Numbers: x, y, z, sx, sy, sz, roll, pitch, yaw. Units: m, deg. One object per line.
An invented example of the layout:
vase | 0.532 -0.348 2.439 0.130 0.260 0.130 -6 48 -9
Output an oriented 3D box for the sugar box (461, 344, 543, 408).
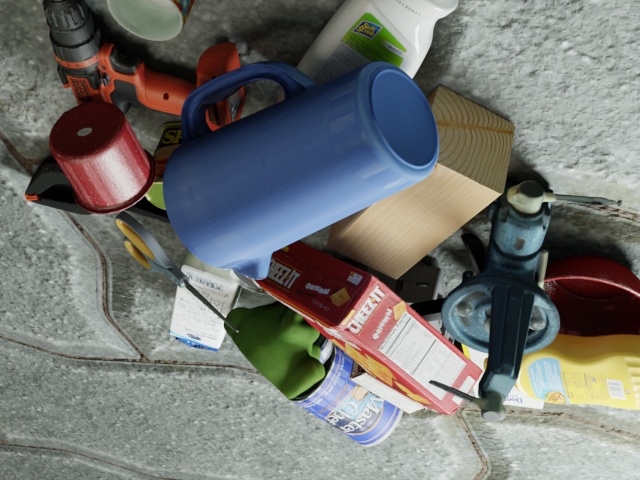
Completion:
sugar box | 0.237 0.155 1.369 0.093 0.048 0.176 5 149 19

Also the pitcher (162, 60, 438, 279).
pitcher | -0.022 -0.077 0.957 0.243 0.145 0.149 -22 135 38

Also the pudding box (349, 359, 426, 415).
pudding box | 0.097 0.165 1.408 0.113 0.090 0.039 32 144 -22

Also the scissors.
scissors | -0.178 0.046 1.293 0.202 0.016 0.096 47 158 0

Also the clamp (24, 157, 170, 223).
clamp | -0.275 -0.073 1.274 0.210 0.036 0.164 2 145 24

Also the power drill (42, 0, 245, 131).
power drill | -0.174 -0.173 1.059 0.188 0.057 0.184 13 152 12

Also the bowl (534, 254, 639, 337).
bowl | 0.300 0.064 1.191 0.162 0.055 0.162 12 148 8

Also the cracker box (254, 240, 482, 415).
cracker box | 0.051 0.094 1.156 0.213 0.072 0.164 40 170 -37

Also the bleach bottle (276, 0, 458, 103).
bleach bottle | 0.053 -0.170 0.949 0.102 0.068 0.251 28 144 -13

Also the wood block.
wood block | 0.097 -0.053 1.080 0.090 0.090 0.206 26 146 -13

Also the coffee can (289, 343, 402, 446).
coffee can | 0.034 0.213 1.498 0.140 0.102 0.103 36 143 -27

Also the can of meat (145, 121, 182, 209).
can of meat | -0.137 -0.080 1.155 0.102 0.084 0.057 0 144 26

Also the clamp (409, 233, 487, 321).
clamp | 0.183 0.069 1.224 0.171 0.039 0.120 32 113 -33

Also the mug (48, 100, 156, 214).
mug | -0.231 -0.094 1.095 0.117 0.093 0.081 46 166 36

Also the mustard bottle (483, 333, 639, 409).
mustard bottle | 0.280 0.147 1.217 0.192 0.058 0.096 -1 135 27
